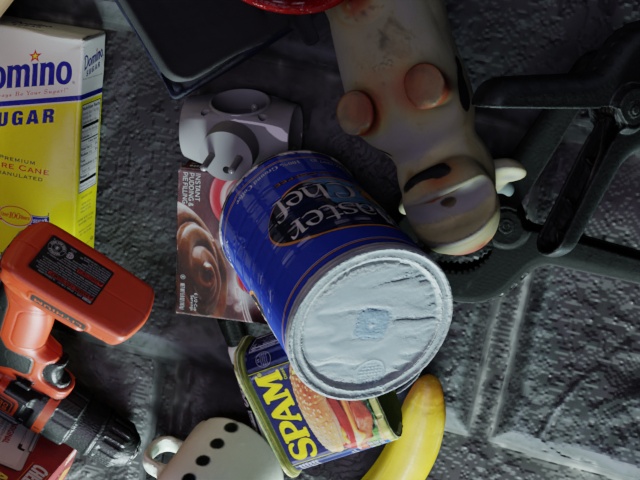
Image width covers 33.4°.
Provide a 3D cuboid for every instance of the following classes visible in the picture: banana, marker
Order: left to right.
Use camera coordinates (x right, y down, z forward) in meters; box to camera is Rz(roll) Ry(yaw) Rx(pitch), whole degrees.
[{"bbox_3d":[-0.054,0.107,0.811,0.020,0.020,0.121,-11,106,17],"label":"marker"},{"bbox_3d":[0.038,0.180,0.797,0.069,0.037,0.198,33,112,-29],"label":"banana"}]

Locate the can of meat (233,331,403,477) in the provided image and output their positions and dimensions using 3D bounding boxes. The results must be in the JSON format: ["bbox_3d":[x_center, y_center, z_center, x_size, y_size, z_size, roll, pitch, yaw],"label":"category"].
[{"bbox_3d":[0.001,0.103,0.738,0.084,0.057,0.102,-21,103,17],"label":"can of meat"}]

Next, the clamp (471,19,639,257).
[{"bbox_3d":[0.168,-0.084,0.633,0.171,0.039,0.120,-44,123,-10],"label":"clamp"}]

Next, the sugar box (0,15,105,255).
[{"bbox_3d":[-0.209,-0.069,0.773,0.093,0.048,0.176,10,112,11],"label":"sugar box"}]

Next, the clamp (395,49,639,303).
[{"bbox_3d":[0.127,-0.025,0.711,0.210,0.036,0.164,-14,98,19],"label":"clamp"}]

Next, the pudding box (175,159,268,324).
[{"bbox_3d":[-0.055,0.001,0.763,0.090,0.039,0.113,7,111,10],"label":"pudding box"}]

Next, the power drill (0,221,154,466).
[{"bbox_3d":[-0.191,0.084,0.788,0.184,0.057,0.188,32,133,-8],"label":"power drill"}]

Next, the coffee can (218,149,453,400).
[{"bbox_3d":[0.005,0.017,0.662,0.102,0.140,0.103,-10,121,-18],"label":"coffee can"}]
